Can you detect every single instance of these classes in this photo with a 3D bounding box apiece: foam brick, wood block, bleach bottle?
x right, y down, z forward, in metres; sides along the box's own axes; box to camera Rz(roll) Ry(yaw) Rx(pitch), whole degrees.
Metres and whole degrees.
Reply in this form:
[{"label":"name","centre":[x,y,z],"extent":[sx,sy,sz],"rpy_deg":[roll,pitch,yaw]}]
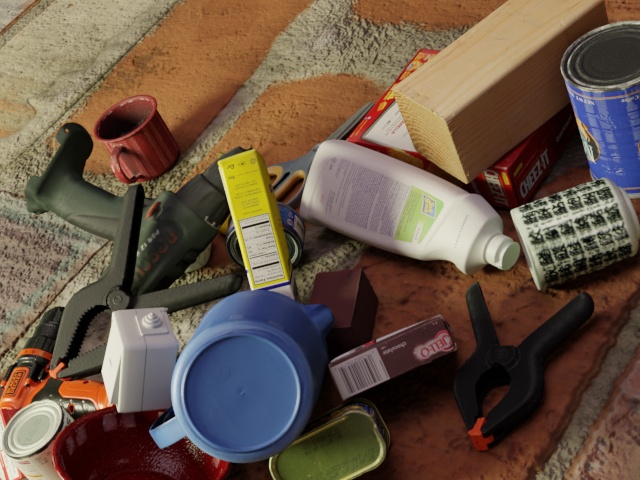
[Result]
[{"label":"foam brick","centre":[0.021,0.074,1.053],"extent":[0.053,0.051,0.078],"rpy_deg":[-7,44,23]},{"label":"wood block","centre":[0.186,-0.164,1.071],"extent":[0.206,0.090,0.090],"rpy_deg":[-38,43,-12]},{"label":"bleach bottle","centre":[0.092,-0.022,1.096],"extent":[0.251,0.067,0.103],"rpy_deg":[28,109,39]}]

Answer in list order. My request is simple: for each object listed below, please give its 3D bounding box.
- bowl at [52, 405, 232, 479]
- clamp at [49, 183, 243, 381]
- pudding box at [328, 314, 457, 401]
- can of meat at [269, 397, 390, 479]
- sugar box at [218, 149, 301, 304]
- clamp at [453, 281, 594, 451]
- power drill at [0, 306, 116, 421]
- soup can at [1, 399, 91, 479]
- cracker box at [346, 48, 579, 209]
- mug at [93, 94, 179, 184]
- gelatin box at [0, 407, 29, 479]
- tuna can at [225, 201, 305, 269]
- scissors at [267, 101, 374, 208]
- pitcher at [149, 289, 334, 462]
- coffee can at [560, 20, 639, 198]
[{"label":"bowl","centre":[-0.163,0.214,0.975],"extent":[0.162,0.055,0.162],"rpy_deg":[6,23,-3]},{"label":"clamp","centre":[-0.202,0.054,1.085],"extent":[0.210,0.036,0.165],"rpy_deg":[-42,68,0]},{"label":"pudding box","centre":[0.067,0.104,0.966],"extent":[0.113,0.090,0.039],"rpy_deg":[-23,83,5]},{"label":"can of meat","centre":[0.008,0.180,0.909],"extent":[0.102,0.057,0.084],"rpy_deg":[-27,-5,1]},{"label":"sugar box","centre":[-0.057,0.001,1.068],"extent":[0.048,0.176,0.093],"rpy_deg":[-17,0,2]},{"label":"clamp","centre":[0.174,0.105,0.939],"extent":[0.120,0.039,0.171],"rpy_deg":[-7,49,31]},{"label":"power drill","centre":[-0.252,0.141,1.140],"extent":[0.188,0.057,0.184],"rpy_deg":[-9,47,27]},{"label":"soup can","centre":[-0.251,0.209,1.028],"extent":[0.068,0.102,0.068],"rpy_deg":[-16,40,14]},{"label":"cracker box","centre":[0.161,-0.126,1.171],"extent":[0.214,0.072,0.164],"rpy_deg":[16,57,40]},{"label":"mug","centre":[-0.241,-0.123,1.397],"extent":[0.093,0.081,0.117],"rpy_deg":[-7,43,24]},{"label":"gelatin box","centre":[-0.327,0.218,1.076],"extent":[0.089,0.030,0.073],"rpy_deg":[-31,72,27]},{"label":"tuna can","centre":[-0.060,-0.002,1.157],"extent":[0.086,0.086,0.033],"rpy_deg":[-13,43,18]},{"label":"scissors","centre":[-0.020,-0.104,1.298],"extent":[0.096,0.016,0.201],"rpy_deg":[9,52,37]},{"label":"pitcher","centre":[-0.067,0.119,0.902],"extent":[0.145,0.243,0.149],"rpy_deg":[12,90,0]},{"label":"coffee can","centre":[0.299,-0.125,1.033],"extent":[0.103,0.140,0.103],"rpy_deg":[-16,41,14]}]
